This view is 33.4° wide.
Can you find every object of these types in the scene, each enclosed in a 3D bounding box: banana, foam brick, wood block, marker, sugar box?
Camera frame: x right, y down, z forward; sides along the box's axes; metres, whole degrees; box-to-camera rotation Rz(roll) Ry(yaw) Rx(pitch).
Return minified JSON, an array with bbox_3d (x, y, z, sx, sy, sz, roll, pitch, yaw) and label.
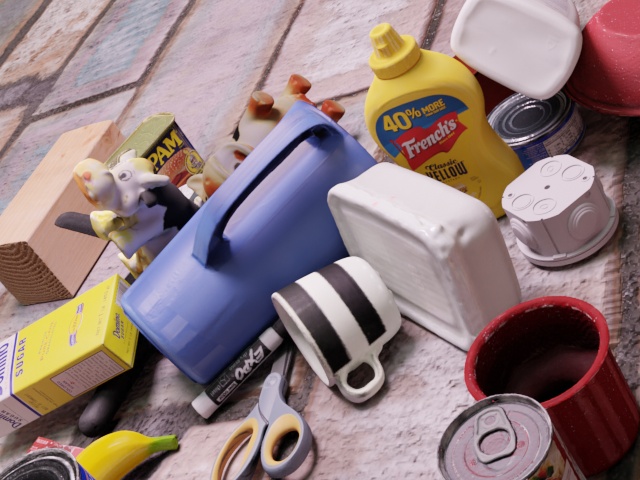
[{"bbox_3d":[-0.190,0.221,0.839,0.070,0.037,0.197,12,54,27],"label":"banana"},{"bbox_3d":[0.157,-0.157,1.024,0.078,0.051,0.053,-42,32,-13],"label":"foam brick"},{"bbox_3d":[-0.293,-0.034,1.234,0.090,0.090,0.206,-10,40,34],"label":"wood block"},{"bbox_3d":[-0.059,0.100,0.891,0.121,0.020,0.020,-45,32,0],"label":"marker"},{"bbox_3d":[-0.246,0.109,0.988,0.176,0.048,0.093,-27,35,21],"label":"sugar box"}]

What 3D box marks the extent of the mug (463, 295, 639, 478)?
[{"bbox_3d":[0.146,0.089,0.677,0.093,0.081,0.117,-29,32,8],"label":"mug"}]

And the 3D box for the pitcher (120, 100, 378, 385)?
[{"bbox_3d":[-0.056,0.001,0.916,0.242,0.149,0.145,-46,21,-7],"label":"pitcher"}]

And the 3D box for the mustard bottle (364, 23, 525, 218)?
[{"bbox_3d":[0.091,-0.095,0.869,0.096,0.191,0.058,-16,36,27],"label":"mustard bottle"}]

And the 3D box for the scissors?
[{"bbox_3d":[-0.025,0.121,0.849,0.096,0.016,0.201,-11,37,40],"label":"scissors"}]

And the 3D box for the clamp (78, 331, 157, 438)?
[{"bbox_3d":[-0.165,0.086,1.007,0.210,0.036,0.165,-38,32,0],"label":"clamp"}]

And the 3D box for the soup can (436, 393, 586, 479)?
[{"bbox_3d":[0.118,0.145,0.609,0.069,0.102,0.068,-24,33,17],"label":"soup can"}]

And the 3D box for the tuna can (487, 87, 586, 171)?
[{"bbox_3d":[0.186,-0.098,0.935,0.086,0.033,0.086,-24,33,17],"label":"tuna can"}]

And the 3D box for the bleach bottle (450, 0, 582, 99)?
[{"bbox_3d":[0.186,-0.193,0.932,0.068,0.102,0.250,-66,-9,26],"label":"bleach bottle"}]

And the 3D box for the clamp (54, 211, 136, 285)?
[{"bbox_3d":[-0.175,0.020,1.073,0.171,0.120,0.039,-8,15,8],"label":"clamp"}]

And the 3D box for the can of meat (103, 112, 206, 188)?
[{"bbox_3d":[-0.183,-0.079,1.199,0.058,0.084,0.102,4,48,45],"label":"can of meat"}]
